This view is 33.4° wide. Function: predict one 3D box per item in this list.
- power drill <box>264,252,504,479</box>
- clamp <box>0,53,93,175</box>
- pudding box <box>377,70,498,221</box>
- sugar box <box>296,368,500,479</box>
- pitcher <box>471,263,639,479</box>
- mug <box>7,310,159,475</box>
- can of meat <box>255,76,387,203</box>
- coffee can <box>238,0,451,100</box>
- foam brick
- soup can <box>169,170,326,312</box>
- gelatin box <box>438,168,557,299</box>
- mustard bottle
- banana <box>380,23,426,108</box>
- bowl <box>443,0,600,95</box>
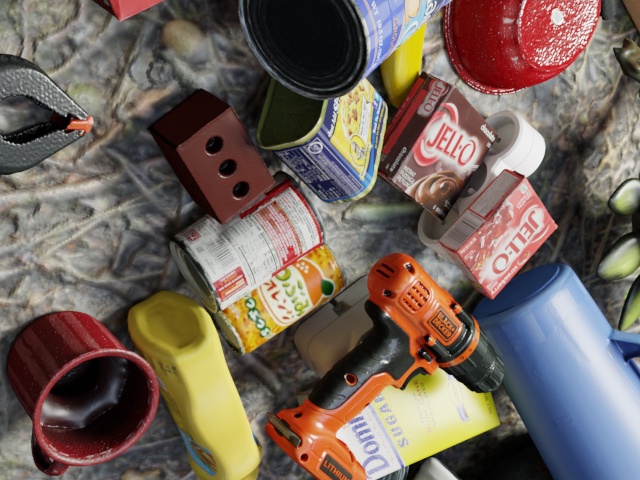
[{"bbox_3d":[0.057,0.124,0.882,0.187,0.057,0.184,-50,126,-7],"label":"power drill"},{"bbox_3d":[-0.231,-0.072,0.676,0.171,0.039,0.120,12,106,-38],"label":"clamp"},{"bbox_3d":[0.093,-0.076,0.881,0.090,0.039,0.113,-57,150,2],"label":"pudding box"},{"bbox_3d":[0.073,0.155,0.972,0.175,0.048,0.093,-18,90,-30],"label":"sugar box"},{"bbox_3d":[0.253,0.142,0.998,0.149,0.145,0.243,-33,97,-11],"label":"pitcher"},{"bbox_3d":[-0.180,0.113,0.774,0.093,0.082,0.117,14,103,-38],"label":"mug"},{"bbox_3d":[0.005,-0.090,0.799,0.083,0.058,0.102,43,49,-43],"label":"can of meat"},{"bbox_3d":[0.025,-0.175,0.732,0.140,0.103,0.103,-46,134,-38],"label":"coffee can"},{"bbox_3d":[-0.079,-0.061,0.779,0.053,0.051,0.078,-40,129,-12],"label":"foam brick"},{"bbox_3d":[-0.055,0.001,0.815,0.102,0.069,0.068,-33,127,-17],"label":"soup can"},{"bbox_3d":[0.153,-0.006,0.910,0.089,0.030,0.073,-46,130,-6],"label":"gelatin box"},{"bbox_3d":[-0.089,0.135,0.839,0.058,0.096,0.191,-31,126,-20],"label":"mustard bottle"},{"bbox_3d":[0.083,-0.201,0.831,0.069,0.037,0.198,14,104,-38],"label":"banana"},{"bbox_3d":[0.182,-0.193,0.893,0.161,0.055,0.162,-15,120,-28],"label":"bowl"}]
